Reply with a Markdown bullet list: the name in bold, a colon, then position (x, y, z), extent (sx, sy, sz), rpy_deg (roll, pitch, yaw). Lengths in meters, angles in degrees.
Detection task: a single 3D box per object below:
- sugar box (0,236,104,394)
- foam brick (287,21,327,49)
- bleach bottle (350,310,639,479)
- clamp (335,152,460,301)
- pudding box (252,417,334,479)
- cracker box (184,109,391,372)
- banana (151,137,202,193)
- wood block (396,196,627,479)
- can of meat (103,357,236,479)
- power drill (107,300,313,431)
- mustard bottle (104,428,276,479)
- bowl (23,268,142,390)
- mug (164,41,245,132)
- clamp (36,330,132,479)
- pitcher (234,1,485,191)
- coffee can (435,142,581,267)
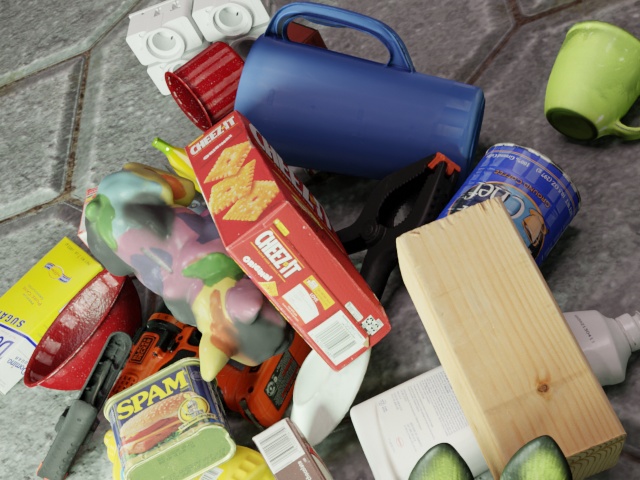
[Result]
- **sugar box**: position (-0.325, 0.083, 1.216), extent (0.176, 0.048, 0.093), rpy_deg (-44, 43, -15)
- **foam brick**: position (-0.021, -0.217, 1.298), extent (0.053, 0.078, 0.051), rpy_deg (-44, 43, -17)
- **bleach bottle**: position (0.156, 0.130, 0.875), extent (0.251, 0.068, 0.102), rpy_deg (-26, 46, 3)
- **clamp**: position (0.058, 0.007, 1.028), extent (0.210, 0.036, 0.164), rpy_deg (-44, 42, 20)
- **pudding box**: position (-0.003, 0.210, 0.870), extent (0.039, 0.090, 0.114), rpy_deg (-32, 41, -3)
- **cracker box**: position (-0.031, -0.007, 0.949), extent (0.072, 0.164, 0.214), rpy_deg (-37, 31, 5)
- **banana**: position (-0.118, -0.060, 1.216), extent (0.198, 0.069, 0.037), rpy_deg (33, 102, 38)
- **wood block**: position (0.140, 0.083, 0.814), extent (0.091, 0.090, 0.206), rpy_deg (-22, 62, -2)
- **can of meat**: position (-0.130, 0.164, 0.929), extent (0.102, 0.057, 0.084), rpy_deg (-28, 42, 0)
- **power drill**: position (-0.102, 0.108, 1.054), extent (0.188, 0.057, 0.184), rpy_deg (2, 52, 34)
- **mustard bottle**: position (-0.133, 0.211, 0.970), extent (0.192, 0.058, 0.096), rpy_deg (17, 61, 40)
- **bowl**: position (-0.237, 0.101, 1.115), extent (0.162, 0.055, 0.162), rpy_deg (-41, 22, 20)
- **mug**: position (-0.139, -0.194, 1.349), extent (0.081, 0.093, 0.117), rpy_deg (-39, 6, -16)
- **clamp**: position (-0.230, 0.176, 1.002), extent (0.172, 0.039, 0.120), rpy_deg (-62, 0, 22)
- **pitcher**: position (0.041, -0.135, 1.087), extent (0.243, 0.149, 0.145), rpy_deg (12, 60, 10)
- **coffee can**: position (0.157, -0.004, 0.970), extent (0.103, 0.102, 0.140), rpy_deg (20, 62, 41)
